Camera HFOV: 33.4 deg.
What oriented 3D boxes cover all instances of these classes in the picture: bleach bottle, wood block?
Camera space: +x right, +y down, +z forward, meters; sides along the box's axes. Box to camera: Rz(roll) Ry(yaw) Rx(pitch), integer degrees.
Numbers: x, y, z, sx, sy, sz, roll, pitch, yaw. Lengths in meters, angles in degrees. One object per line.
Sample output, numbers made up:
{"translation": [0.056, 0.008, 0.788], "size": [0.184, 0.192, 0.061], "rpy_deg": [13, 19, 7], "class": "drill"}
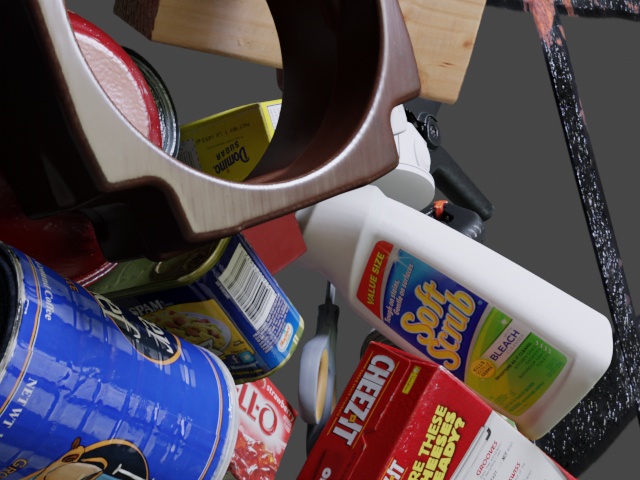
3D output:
{"translation": [0.069, 0.036, 0.729], "size": [0.250, 0.103, 0.068], "rpy_deg": [29, 34, -8], "class": "bleach bottle"}
{"translation": [-0.010, -0.154, 0.657], "size": [0.205, 0.091, 0.090], "rpy_deg": [7, 107, -27], "class": "wood block"}

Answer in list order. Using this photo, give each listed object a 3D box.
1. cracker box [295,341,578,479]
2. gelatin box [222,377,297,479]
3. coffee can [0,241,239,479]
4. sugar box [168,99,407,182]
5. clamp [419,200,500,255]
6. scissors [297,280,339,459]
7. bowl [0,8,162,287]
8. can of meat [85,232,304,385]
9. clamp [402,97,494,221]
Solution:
{"translation": [0.072, 0.188, 0.720], "size": [0.213, 0.072, 0.164], "rpy_deg": [40, 74, -41], "class": "cracker box"}
{"translation": [-0.056, 0.107, 0.644], "size": [0.089, 0.030, 0.073], "rpy_deg": [55, 37, -30], "class": "gelatin box"}
{"translation": [-0.121, 0.073, 0.495], "size": [0.140, 0.103, 0.103], "rpy_deg": [36, 50, -44], "class": "coffee can"}
{"translation": [-0.022, -0.068, 0.704], "size": [0.175, 0.093, 0.048], "rpy_deg": [-18, 94, -56], "class": "sugar box"}
{"translation": [0.078, 0.007, 0.837], "size": [0.171, 0.120, 0.039], "rpy_deg": [-77, 164, -75], "class": "clamp"}
{"translation": [0.002, 0.054, 0.736], "size": [0.096, 0.016, 0.201], "rpy_deg": [70, 21, -65], "class": "scissors"}
{"translation": [-0.136, -0.053, 0.523], "size": [0.161, 0.055, 0.162], "rpy_deg": [8, 77, -38], "class": "bowl"}
{"translation": [-0.071, 0.036, 0.586], "size": [0.084, 0.102, 0.057], "rpy_deg": [57, 38, -30], "class": "can of meat"}
{"translation": [0.088, -0.081, 0.921], "size": [0.209, 0.036, 0.164], "rpy_deg": [-20, 94, -55], "class": "clamp"}
